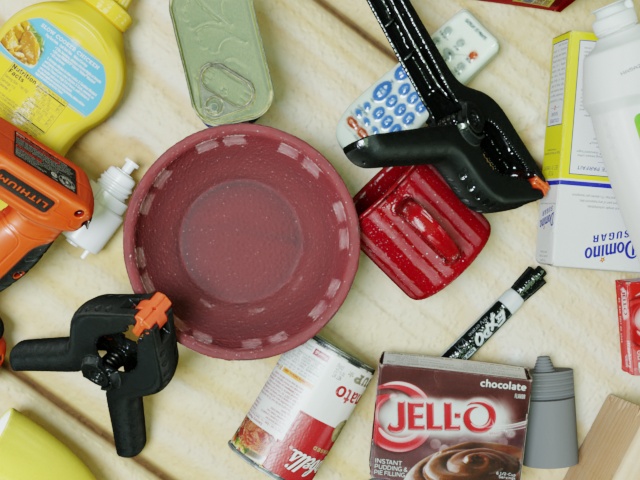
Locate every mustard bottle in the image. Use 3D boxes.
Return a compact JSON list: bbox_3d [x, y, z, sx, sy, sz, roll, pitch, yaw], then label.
[{"bbox_3d":[-0.196,-0.112,0.767,0.096,0.058,0.191,38,88,-6],"label":"mustard bottle"}]

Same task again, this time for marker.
[{"bbox_3d":[0.128,0.064,0.818,0.121,0.020,0.020,-44,94,-3],"label":"marker"}]

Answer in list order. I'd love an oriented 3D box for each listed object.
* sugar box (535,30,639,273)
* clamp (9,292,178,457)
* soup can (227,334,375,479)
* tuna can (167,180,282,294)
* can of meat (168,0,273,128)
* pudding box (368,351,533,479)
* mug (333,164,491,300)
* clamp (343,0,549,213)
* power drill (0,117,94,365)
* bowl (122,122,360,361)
[{"bbox_3d":[0.218,-0.065,0.811,0.093,0.048,0.176,5,93,-8],"label":"sugar box"},{"bbox_3d":[-0.140,0.092,0.741,0.120,0.172,0.039,42,49,-15],"label":"clamp"},{"bbox_3d":[-0.013,0.122,0.782,0.068,0.068,0.102,31,88,-5],"label":"soup can"},{"bbox_3d":[-0.071,-0.002,0.792,0.086,0.034,0.086,0,91,-5],"label":"tuna can"},{"bbox_3d":[-0.071,-0.130,0.765,0.057,0.084,0.102,-14,92,-5],"label":"can of meat"},{"bbox_3d":[0.095,0.134,0.790,0.113,0.039,0.090,5,104,4],"label":"pudding box"},{"bbox_3d":[0.071,-0.010,0.766,0.093,0.117,0.081,-45,99,-3],"label":"mug"},{"bbox_3d":[0.090,-0.088,0.745,0.209,0.036,0.164,26,54,-40],"label":"clamp"},{"bbox_3d":[-0.258,0.000,0.715,0.184,0.057,0.188,33,111,-33],"label":"power drill"},{"bbox_3d":[-0.055,0.001,0.747,0.162,0.055,0.162,0,91,-5],"label":"bowl"}]
